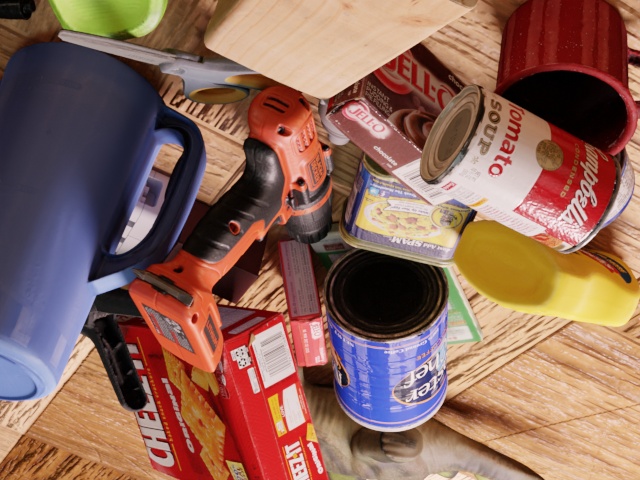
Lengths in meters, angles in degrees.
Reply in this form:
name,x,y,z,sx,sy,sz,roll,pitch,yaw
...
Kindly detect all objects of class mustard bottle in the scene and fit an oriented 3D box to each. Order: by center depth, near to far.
name,x,y,z,sx,sy,sz,roll,pitch,yaw
mustard bottle,0.193,0.031,0.830,0.191,0.058,0.096,13,-168,-47

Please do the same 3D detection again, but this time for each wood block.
name,x,y,z,sx,sy,sz,roll,pitch,yaw
wood block,0.012,-0.154,0.585,0.090,0.091,0.206,22,169,-16

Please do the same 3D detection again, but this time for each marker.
name,x,y,z,sx,sy,sz,roll,pitch,yaw
marker,-0.262,-0.167,0.772,0.121,0.020,0.020,1,141,15

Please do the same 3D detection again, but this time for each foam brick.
name,x,y,z,sx,sy,sz,roll,pitch,yaw
foam brick,-0.092,0.009,0.924,0.078,0.051,0.053,25,140,-16

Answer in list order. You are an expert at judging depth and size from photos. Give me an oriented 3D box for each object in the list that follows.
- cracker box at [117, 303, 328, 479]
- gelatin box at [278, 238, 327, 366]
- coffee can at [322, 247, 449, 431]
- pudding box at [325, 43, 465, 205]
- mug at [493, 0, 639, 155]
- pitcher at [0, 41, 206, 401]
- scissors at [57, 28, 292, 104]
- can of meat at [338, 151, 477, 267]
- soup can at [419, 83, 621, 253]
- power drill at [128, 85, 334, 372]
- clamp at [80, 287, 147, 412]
name,x,y,z,sx,sy,sz,roll,pitch,yaw
cracker box,-0.099,0.143,0.959,0.214,0.072,0.164,2,112,52
gelatin box,-0.015,0.054,0.926,0.030,0.089,0.073,-10,141,-3
coffee can,0.058,0.083,0.909,0.103,0.102,0.140,5,141,10
pudding box,0.058,-0.090,0.724,0.039,0.090,0.113,-22,132,38
mug,0.166,-0.104,0.682,0.117,0.081,0.093,5,142,10
pitcher,-0.193,-0.012,0.766,0.144,0.242,0.149,34,144,-30
scissors,-0.102,-0.115,0.723,0.201,0.016,0.096,1,171,-38
can of meat,0.072,-0.033,0.820,0.102,0.057,0.084,13,140,-2
soup can,0.120,-0.044,0.647,0.102,0.068,0.069,25,141,-16
power drill,-0.055,0.001,0.791,0.057,0.187,0.184,24,157,22
clamp,-0.197,0.072,0.960,0.039,0.172,0.120,-5,118,-43
